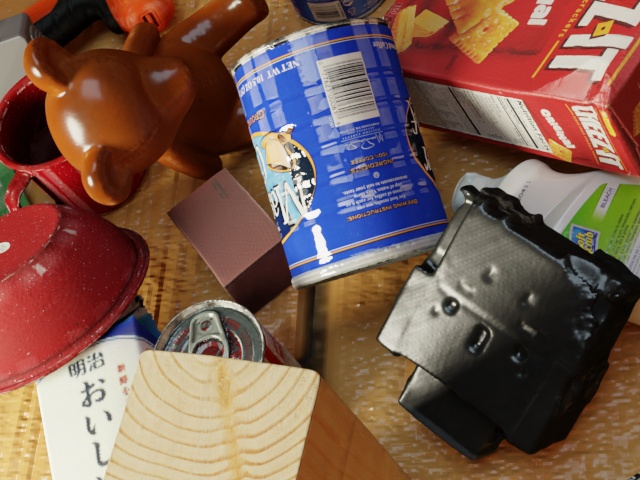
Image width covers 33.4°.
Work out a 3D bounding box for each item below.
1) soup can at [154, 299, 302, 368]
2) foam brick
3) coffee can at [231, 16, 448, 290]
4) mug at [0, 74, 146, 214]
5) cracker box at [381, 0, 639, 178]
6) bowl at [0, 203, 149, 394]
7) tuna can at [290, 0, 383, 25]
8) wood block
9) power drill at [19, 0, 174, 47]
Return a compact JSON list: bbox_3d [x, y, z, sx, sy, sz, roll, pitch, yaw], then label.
[{"bbox_3d":[-0.047,0.086,0.631,0.069,0.102,0.068,-9,60,16],"label":"soup can"},{"bbox_3d":[-0.055,0.001,0.711,0.053,0.051,0.078,-38,57,-4],"label":"foam brick"},{"bbox_3d":[0.013,-0.051,0.652,0.103,0.102,0.140,-17,86,11],"label":"coffee can"},{"bbox_3d":[-0.184,-0.060,0.775,0.093,0.081,0.117,20,71,28],"label":"mug"},{"bbox_3d":[0.145,-0.140,0.667,0.214,0.072,0.164,21,71,49],"label":"cracker box"},{"bbox_3d":[-0.194,0.025,0.693,0.162,0.055,0.162,-20,32,13],"label":"bowl"},{"bbox_3d":[0.012,-0.207,0.810,0.086,0.033,0.086,-9,60,16],"label":"tuna can"},{"bbox_3d":[-0.017,0.137,0.530,0.090,0.206,0.090,4,64,22],"label":"wood block"},{"bbox_3d":[-0.226,-0.211,0.888,0.187,0.057,0.184,-29,57,4],"label":"power drill"}]
